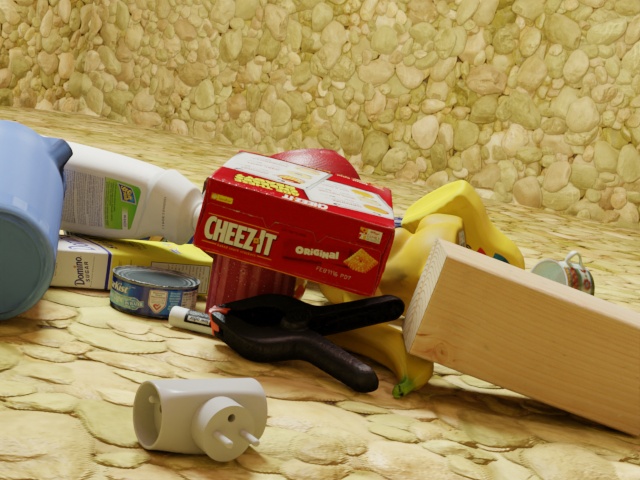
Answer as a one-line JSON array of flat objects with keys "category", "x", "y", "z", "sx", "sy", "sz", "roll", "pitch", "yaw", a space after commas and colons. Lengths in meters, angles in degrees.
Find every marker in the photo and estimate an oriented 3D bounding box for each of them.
[{"category": "marker", "x": -0.080, "y": 0.082, "z": 0.975, "sx": 0.121, "sy": 0.020, "sz": 0.020, "roll": 12, "pitch": 9, "yaw": 15}]

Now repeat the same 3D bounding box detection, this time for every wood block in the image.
[{"category": "wood block", "x": 0.183, "y": 0.081, "z": 0.913, "sx": 0.206, "sy": 0.091, "sz": 0.090, "roll": 20, "pitch": 10, "yaw": -3}]

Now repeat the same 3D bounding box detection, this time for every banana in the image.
[{"category": "banana", "x": 0.047, "y": 0.095, "z": 0.972, "sx": 0.069, "sy": 0.037, "sz": 0.198, "roll": 5, "pitch": 9, "yaw": -30}]

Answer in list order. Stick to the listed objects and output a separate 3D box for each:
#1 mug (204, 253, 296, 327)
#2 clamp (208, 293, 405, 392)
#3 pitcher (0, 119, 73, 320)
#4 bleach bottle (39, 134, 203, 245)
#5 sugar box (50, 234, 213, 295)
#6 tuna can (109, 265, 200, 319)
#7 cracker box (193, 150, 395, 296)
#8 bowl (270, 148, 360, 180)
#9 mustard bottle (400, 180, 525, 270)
[{"category": "mug", "x": -0.070, "y": 0.043, "z": 1.032, "sx": 0.093, "sy": 0.081, "sz": 0.117, "roll": 7, "pitch": 9, "yaw": -21}, {"category": "clamp", "x": -0.010, "y": 0.075, "z": 0.937, "sx": 0.172, "sy": 0.039, "sz": 0.120, "roll": 14, "pitch": 30, "yaw": 20}, {"category": "pitcher", "x": -0.309, "y": -0.014, "z": 0.983, "sx": 0.144, "sy": 0.149, "sz": 0.243, "roll": 13, "pitch": 16, "yaw": -18}, {"category": "bleach bottle", "x": -0.218, "y": -0.041, "z": 1.127, "sx": 0.251, "sy": 0.103, "sz": 0.068, "roll": 15, "pitch": 28, "yaw": 22}, {"category": "sugar box", "x": -0.208, "y": 0.024, "z": 1.128, "sx": 0.176, "sy": 0.048, "sz": 0.093, "roll": 8, "pitch": 8, "yaw": -24}, {"category": "tuna can", "x": -0.162, "y": 0.050, "z": 1.044, "sx": 0.086, "sy": 0.034, "sz": 0.086, "roll": 10, "pitch": 8, "yaw": -2}, {"category": "cracker box", "x": -0.019, "y": -0.022, "z": 0.991, "sx": 0.164, "sy": 0.072, "sz": 0.213, "roll": 15, "pitch": 12, "yaw": 0}, {"category": "bowl", "x": -0.021, "y": -0.079, "z": 1.335, "sx": 0.162, "sy": 0.055, "sz": 0.162, "roll": -6, "pitch": -7, "yaw": -1}, {"category": "mustard bottle", "x": 0.188, "y": 0.023, "z": 1.279, "sx": 0.096, "sy": 0.191, "sz": 0.058, "roll": -29, "pitch": 20, "yaw": 33}]
